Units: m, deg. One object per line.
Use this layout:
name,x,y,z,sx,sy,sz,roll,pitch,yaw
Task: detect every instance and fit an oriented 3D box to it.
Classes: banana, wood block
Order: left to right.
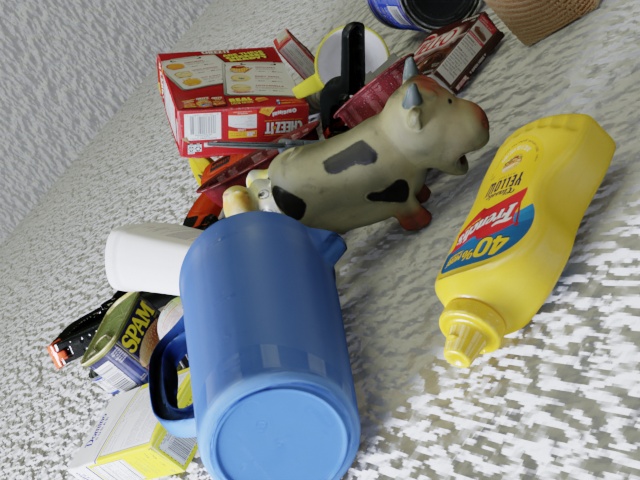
banana,-0.160,-0.099,1.497,0.037,0.069,0.198,-23,-4,-4
wood block,0.230,-0.295,1.025,0.090,0.090,0.206,-26,28,47

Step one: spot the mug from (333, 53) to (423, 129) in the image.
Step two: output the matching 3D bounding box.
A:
mug,0.078,-0.115,0.982,0.093,0.081,0.117,-38,0,37

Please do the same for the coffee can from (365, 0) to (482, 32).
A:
coffee can,0.118,-0.296,1.246,0.103,0.102,0.140,-47,19,0

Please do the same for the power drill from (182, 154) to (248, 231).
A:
power drill,-0.131,-0.034,1.328,0.185,0.057,0.187,-22,30,45

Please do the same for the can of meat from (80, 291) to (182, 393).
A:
can of meat,-0.189,0.114,1.112,0.058,0.084,0.102,-34,22,32

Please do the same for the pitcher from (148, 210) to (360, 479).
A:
pitcher,-0.048,0.089,0.798,0.243,0.145,0.149,-105,27,-65

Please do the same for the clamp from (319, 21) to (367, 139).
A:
clamp,0.036,-0.158,1.133,0.039,0.120,0.172,-27,1,-28

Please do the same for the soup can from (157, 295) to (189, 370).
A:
soup can,-0.115,0.091,1.025,0.068,0.068,0.102,-50,18,-8

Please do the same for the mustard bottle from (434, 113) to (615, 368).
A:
mustard bottle,0.124,0.004,0.700,0.096,0.058,0.191,-21,32,52

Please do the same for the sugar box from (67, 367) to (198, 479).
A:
sugar box,-0.161,0.177,0.989,0.177,0.048,0.093,-28,26,51

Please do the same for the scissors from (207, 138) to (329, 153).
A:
scissors,-0.013,-0.097,1.078,0.096,0.016,0.201,-6,-3,36

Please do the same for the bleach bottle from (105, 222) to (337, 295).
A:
bleach bottle,-0.090,0.027,1.004,0.251,0.068,0.102,8,11,44

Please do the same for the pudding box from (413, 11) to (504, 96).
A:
pudding box,0.126,-0.184,1.103,0.090,0.039,0.114,-51,19,-14

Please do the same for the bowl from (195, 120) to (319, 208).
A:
bowl,-0.059,-0.074,1.214,0.162,0.055,0.162,-29,10,6

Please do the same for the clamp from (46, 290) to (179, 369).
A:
clamp,-0.219,0.079,1.207,0.165,0.036,0.209,-15,15,36

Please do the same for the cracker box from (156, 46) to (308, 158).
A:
cracker box,-0.118,-0.182,1.385,0.164,0.072,0.214,-6,30,-13

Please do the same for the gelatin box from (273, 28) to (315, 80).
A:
gelatin box,-0.024,-0.247,1.473,0.030,0.089,0.073,-42,19,10
